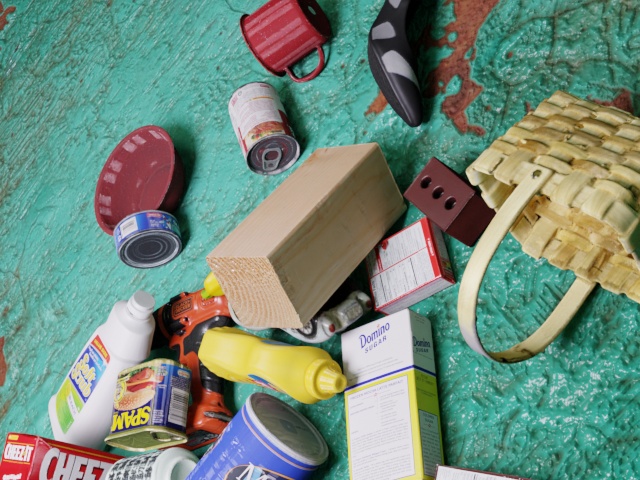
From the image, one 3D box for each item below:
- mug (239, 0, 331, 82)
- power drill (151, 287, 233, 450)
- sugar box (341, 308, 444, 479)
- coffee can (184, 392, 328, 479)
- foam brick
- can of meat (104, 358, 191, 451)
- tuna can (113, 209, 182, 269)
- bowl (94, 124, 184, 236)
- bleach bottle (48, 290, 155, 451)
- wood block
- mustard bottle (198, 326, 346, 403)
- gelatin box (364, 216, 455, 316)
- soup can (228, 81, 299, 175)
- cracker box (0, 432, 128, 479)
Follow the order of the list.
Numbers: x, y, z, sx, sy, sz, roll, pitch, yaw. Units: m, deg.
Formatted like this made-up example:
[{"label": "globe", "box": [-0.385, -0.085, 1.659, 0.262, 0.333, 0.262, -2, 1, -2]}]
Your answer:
[{"label": "mug", "box": [-0.035, -0.254, 1.333, 0.082, 0.093, 0.117, -30, 83, 24]}, {"label": "power drill", "box": [-0.165, 0.154, 1.277, 0.185, 0.057, 0.187, -27, 55, 36]}, {"label": "sugar box", "box": [0.071, 0.165, 1.058, 0.094, 0.048, 0.176, -24, 53, 36]}, {"label": "coffee can", "box": [-0.074, 0.244, 1.115, 0.140, 0.102, 0.103, -52, 45, 12]}, {"label": "foam brick", "box": [0.134, -0.040, 1.089, 0.053, 0.051, 0.078, -54, 44, 10]}, {"label": "can of meat", "box": [-0.192, 0.186, 1.205, 0.102, 0.057, 0.084, -20, 56, 40]}, {"label": "tuna can", "box": [-0.223, 0.000, 1.384, 0.086, 0.086, 0.034, -37, 51, 25]}, {"label": "bowl", "box": [-0.236, -0.073, 1.451, 0.162, 0.055, 0.162, -20, 58, 36]}, {"label": "bleach bottle", "box": [-0.261, 0.153, 1.306, 0.251, 0.068, 0.103, -59, 39, 33]}, {"label": "wood block", "box": [-0.010, -0.008, 1.110, 0.091, 0.090, 0.205, -2, 34, 43]}, {"label": "mustard bottle", "box": [-0.040, 0.134, 1.128, 0.192, 0.096, 0.058, 6, 74, 50]}, {"label": "gelatin box", "box": [0.091, 0.029, 1.114, 0.089, 0.030, 0.073, -31, 53, 30]}, {"label": "soup can", "box": [-0.071, -0.139, 1.318, 0.069, 0.068, 0.102, -40, 48, 23]}, {"label": "cracker box", "box": [-0.305, 0.346, 1.242, 0.072, 0.164, 0.213, -3, 69, 41]}]
